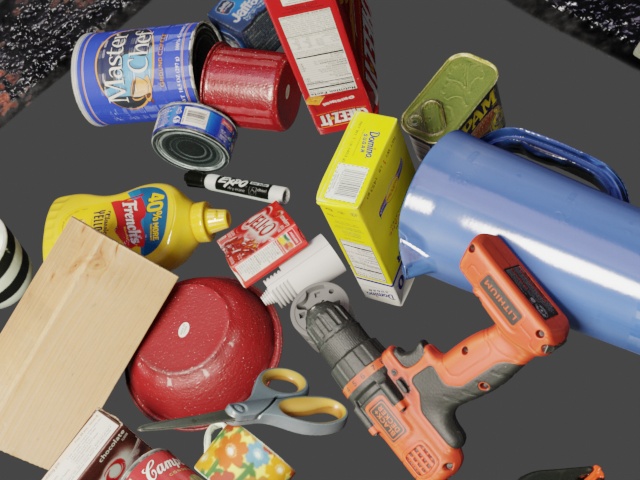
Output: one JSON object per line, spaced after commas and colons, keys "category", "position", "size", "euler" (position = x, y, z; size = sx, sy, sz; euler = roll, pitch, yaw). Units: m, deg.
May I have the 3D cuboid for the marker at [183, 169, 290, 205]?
{"category": "marker", "position": [-0.088, -0.055, 1.098], "size": [0.121, 0.020, 0.020], "euler": [12, 65, 25]}

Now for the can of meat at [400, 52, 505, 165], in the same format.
{"category": "can of meat", "position": [0.130, -0.112, 1.018], "size": [0.058, 0.084, 0.102], "euler": [30, 73, 31]}

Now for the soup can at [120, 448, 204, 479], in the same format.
{"category": "soup can", "position": [-0.117, 0.232, 0.905], "size": [0.102, 0.068, 0.068], "euler": [31, 74, 31]}

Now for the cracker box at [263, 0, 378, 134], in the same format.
{"category": "cracker box", "position": [0.003, -0.235, 1.057], "size": [0.072, 0.213, 0.164], "euler": [-8, 58, 12]}

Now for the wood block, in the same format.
{"category": "wood block", "position": [-0.232, 0.093, 0.974], "size": [0.090, 0.090, 0.206], "euler": [22, 81, 57]}

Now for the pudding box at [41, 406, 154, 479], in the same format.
{"category": "pudding box", "position": [-0.198, 0.214, 0.931], "size": [0.039, 0.090, 0.113], "euler": [25, 70, 30]}

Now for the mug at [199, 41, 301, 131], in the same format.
{"category": "mug", "position": [-0.065, -0.162, 1.122], "size": [0.082, 0.093, 0.117], "euler": [9, 27, 18]}

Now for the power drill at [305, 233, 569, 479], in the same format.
{"category": "power drill", "position": [0.092, 0.081, 0.868], "size": [0.184, 0.057, 0.188], "euler": [51, 118, 14]}

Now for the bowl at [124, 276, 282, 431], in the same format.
{"category": "bowl", "position": [-0.120, 0.093, 0.998], "size": [0.162, 0.055, 0.162], "euler": [-8, 58, 14]}

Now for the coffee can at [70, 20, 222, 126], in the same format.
{"category": "coffee can", "position": [-0.183, -0.179, 1.154], "size": [0.140, 0.102, 0.103], "euler": [-2, 60, 17]}

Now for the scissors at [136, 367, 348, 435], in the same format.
{"category": "scissors", "position": [-0.071, 0.136, 0.904], "size": [0.096, 0.201, 0.016], "euler": [50, 126, 54]}

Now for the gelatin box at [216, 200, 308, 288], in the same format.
{"category": "gelatin box", "position": [-0.057, 0.001, 1.022], "size": [0.073, 0.030, 0.089], "euler": [-34, 22, -2]}

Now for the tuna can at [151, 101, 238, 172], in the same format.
{"category": "tuna can", "position": [-0.130, -0.105, 1.102], "size": [0.086, 0.086, 0.033], "euler": [2, 62, 20]}

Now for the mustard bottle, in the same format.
{"category": "mustard bottle", "position": [-0.183, -0.009, 1.079], "size": [0.192, 0.058, 0.096], "euler": [-8, 60, 14]}

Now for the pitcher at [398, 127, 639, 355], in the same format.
{"category": "pitcher", "position": [0.201, -0.002, 0.907], "size": [0.243, 0.144, 0.149], "euler": [24, 103, 25]}

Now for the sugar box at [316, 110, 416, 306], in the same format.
{"category": "sugar box", "position": [0.053, -0.023, 0.935], "size": [0.048, 0.176, 0.093], "euler": [13, 66, 27]}
